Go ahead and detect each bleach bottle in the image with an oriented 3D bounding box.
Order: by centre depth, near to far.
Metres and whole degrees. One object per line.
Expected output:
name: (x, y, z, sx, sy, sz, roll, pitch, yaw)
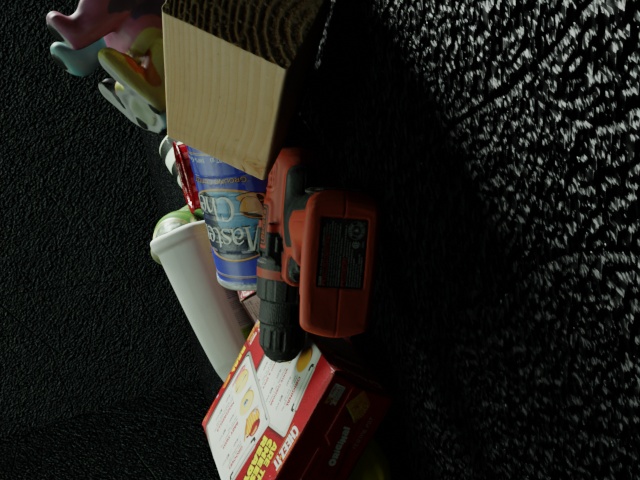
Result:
bleach bottle: (-0.108, 0.102, 1.235, 0.251, 0.068, 0.102, 68, -159, 3)

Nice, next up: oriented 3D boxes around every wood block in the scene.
wood block: (-0.054, -0.132, 0.770, 0.206, 0.091, 0.090, 112, -178, -72)

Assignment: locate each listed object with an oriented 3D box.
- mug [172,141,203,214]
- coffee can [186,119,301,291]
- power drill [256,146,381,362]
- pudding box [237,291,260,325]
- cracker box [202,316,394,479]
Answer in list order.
mug: (-0.127, -0.075, 1.314, 0.093, 0.081, 0.117, 143, 111, -78)
coffee can: (-0.058, -0.038, 0.968, 0.103, 0.102, 0.140, -133, 29, -67)
power drill: (-0.011, 0.021, 0.839, 0.188, 0.057, 0.184, -156, 68, -72)
pudding box: (-0.059, 0.078, 1.211, 0.113, 0.039, 0.090, 60, -175, -31)
cracker box: (-0.028, 0.157, 0.972, 0.164, 0.072, 0.214, -62, 22, 8)
